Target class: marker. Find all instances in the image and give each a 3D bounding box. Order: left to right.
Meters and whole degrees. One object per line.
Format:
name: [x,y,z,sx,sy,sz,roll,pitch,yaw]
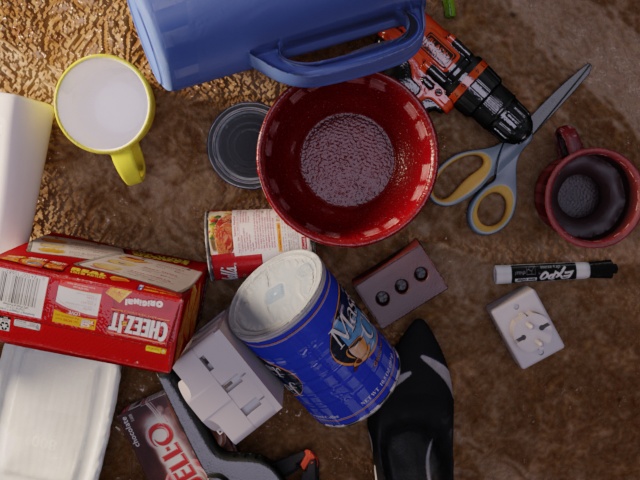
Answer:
marker: [0.232,0.031,1.053,0.121,0.020,0.020,-3,95,0]

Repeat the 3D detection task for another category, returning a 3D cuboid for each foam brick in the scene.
foam brick: [0.077,0.042,1.037,0.078,0.051,0.053,-33,94,2]

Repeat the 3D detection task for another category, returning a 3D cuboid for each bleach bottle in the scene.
bleach bottle: [-0.317,-0.011,0.996,0.103,0.068,0.251,9,88,32]

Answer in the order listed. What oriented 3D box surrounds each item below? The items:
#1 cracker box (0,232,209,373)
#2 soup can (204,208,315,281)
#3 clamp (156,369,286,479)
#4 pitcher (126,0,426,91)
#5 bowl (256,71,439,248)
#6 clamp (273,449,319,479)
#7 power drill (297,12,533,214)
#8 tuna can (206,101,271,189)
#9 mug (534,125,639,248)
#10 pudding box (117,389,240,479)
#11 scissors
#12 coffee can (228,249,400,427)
cracker box: [-0.193,0.050,0.955,0.164,0.213,0.072,11,96,-1]
soup can: [-0.057,0.001,1.025,0.102,0.068,0.068,-5,95,-1]
clamp: [-0.101,0.224,1.016,0.210,0.036,0.164,20,91,-1]
pitcher: [-0.035,-0.207,0.919,0.242,0.149,0.145,-21,114,-9]
bowl: [0.024,-0.074,0.964,0.162,0.055,0.162,0,91,1]
clamp: [-0.050,0.287,1.051,0.120,0.039,0.171,43,89,8]
power drill: [0.084,-0.111,1.020,0.184,0.057,0.187,43,90,3]
tuna can: [-0.067,-0.092,1.034,0.086,0.034,0.086,0,94,0]
mug: [0.247,-0.053,1.015,0.093,0.081,0.117,-21,95,1]
pudding box: [-0.135,0.200,1.054,0.090,0.039,0.113,-25,94,2]
scissors: [0.201,-0.081,1.045,0.202,0.016,0.096,-31,91,3]
coffee can: [-0.004,0.092,0.988,0.103,0.103,0.140,-38,122,2]
